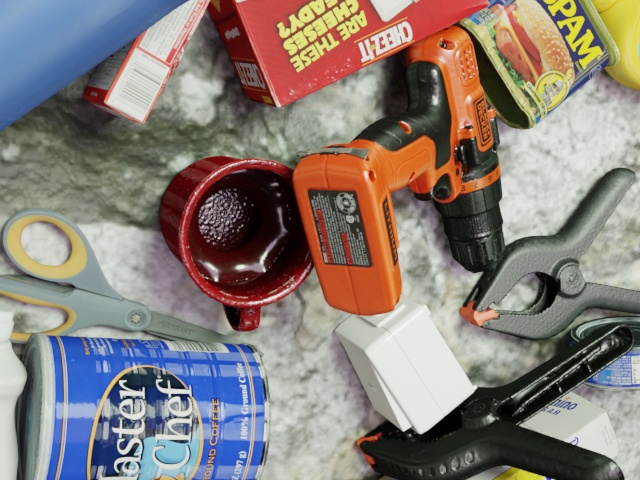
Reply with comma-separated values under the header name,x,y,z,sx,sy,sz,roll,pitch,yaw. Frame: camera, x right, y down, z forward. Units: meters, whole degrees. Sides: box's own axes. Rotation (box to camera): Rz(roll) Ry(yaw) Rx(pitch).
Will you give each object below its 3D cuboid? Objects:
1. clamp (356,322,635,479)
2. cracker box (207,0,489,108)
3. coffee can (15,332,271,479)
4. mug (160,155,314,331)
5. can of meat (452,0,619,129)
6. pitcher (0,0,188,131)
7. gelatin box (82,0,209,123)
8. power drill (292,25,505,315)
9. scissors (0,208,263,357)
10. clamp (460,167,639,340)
name,x,y,z,sx,sy,sz,roll,pitch,yaw
clamp,0.126,0.125,0.755,0.036,0.210,0.164,62,36,-19
cracker box,-0.008,-0.215,0.672,0.164,0.072,0.213,-28,110,-14
coffee can,-0.115,0.113,0.675,0.140,0.103,0.103,5,98,-24
mug,-0.055,0.001,0.689,0.093,0.082,0.117,-10,104,-20
can of meat,0.148,-0.141,0.756,0.084,0.057,0.102,-39,111,-7
pitcher,-0.183,-0.122,0.570,0.243,0.145,0.149,-34,141,12
gelatin box,-0.107,-0.118,0.650,0.030,0.073,0.089,29,88,-25
power drill,0.062,-0.029,0.702,0.187,0.057,0.184,-43,125,-47
scissors,-0.128,0.031,0.702,0.201,0.016,0.096,3,100,-22
clamp,0.192,0.034,0.814,0.171,0.039,0.120,-31,93,-8
